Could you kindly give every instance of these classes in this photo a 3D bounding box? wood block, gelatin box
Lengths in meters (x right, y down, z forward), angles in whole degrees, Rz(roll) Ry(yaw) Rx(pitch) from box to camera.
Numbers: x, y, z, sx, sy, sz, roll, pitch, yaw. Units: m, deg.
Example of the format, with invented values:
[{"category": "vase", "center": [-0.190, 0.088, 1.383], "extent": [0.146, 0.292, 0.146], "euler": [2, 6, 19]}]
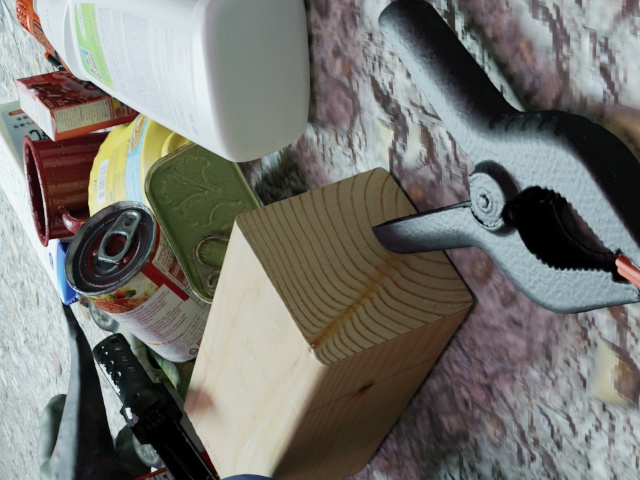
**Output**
[{"category": "wood block", "center": [-0.006, 0.066, 0.588], "extent": [0.090, 0.090, 0.206], "euler": [58, 151, 24]}, {"category": "gelatin box", "center": [-0.196, -0.114, 0.858], "extent": [0.089, 0.073, 0.030], "euler": [37, 138, 50]}]

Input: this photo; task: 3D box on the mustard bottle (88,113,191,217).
[{"category": "mustard bottle", "center": [-0.112, -0.047, 0.751], "extent": [0.192, 0.058, 0.096], "euler": [-14, 71, 63]}]

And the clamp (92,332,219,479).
[{"category": "clamp", "center": [-0.111, 0.129, 0.739], "extent": [0.164, 0.036, 0.210], "euler": [63, 166, -26]}]

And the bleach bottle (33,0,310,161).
[{"category": "bleach bottle", "center": [-0.108, -0.130, 0.648], "extent": [0.251, 0.068, 0.102], "euler": [29, 133, 44]}]

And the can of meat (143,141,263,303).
[{"category": "can of meat", "center": [-0.054, 0.001, 0.646], "extent": [0.102, 0.057, 0.084], "euler": [60, 180, 23]}]

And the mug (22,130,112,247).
[{"category": "mug", "center": [-0.192, -0.041, 0.875], "extent": [0.117, 0.081, 0.093], "euler": [-130, 36, -51]}]

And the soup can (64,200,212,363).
[{"category": "soup can", "center": [-0.108, 0.029, 0.695], "extent": [0.069, 0.068, 0.102], "euler": [45, 177, 42]}]

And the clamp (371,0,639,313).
[{"category": "clamp", "center": [0.075, -0.031, 0.427], "extent": [0.172, 0.039, 0.120], "euler": [23, 132, 49]}]
